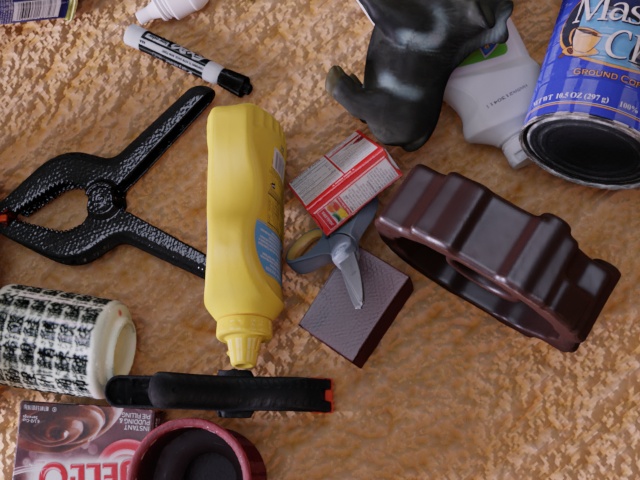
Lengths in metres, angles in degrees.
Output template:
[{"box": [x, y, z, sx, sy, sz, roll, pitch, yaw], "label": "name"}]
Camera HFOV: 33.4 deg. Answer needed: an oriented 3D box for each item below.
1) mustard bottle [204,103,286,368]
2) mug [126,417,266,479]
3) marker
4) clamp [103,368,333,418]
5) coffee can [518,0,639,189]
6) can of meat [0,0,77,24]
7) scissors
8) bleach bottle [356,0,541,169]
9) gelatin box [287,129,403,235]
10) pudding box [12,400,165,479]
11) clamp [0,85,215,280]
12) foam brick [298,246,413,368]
[{"box": [-0.056, 0.001, 0.802, 0.058, 0.096, 0.191, -5, 69, 9], "label": "mustard bottle"}, {"box": [-0.081, 0.190, 0.792, 0.093, 0.081, 0.117, -34, 75, 2], "label": "mug"}, {"box": [-0.110, -0.150, 0.894, 0.121, 0.020, 0.020, 26, 85, 14], "label": "marker"}, {"box": [-0.074, 0.114, 0.796, 0.120, 0.171, 0.039, -2, 80, 55], "label": "clamp"}, {"box": [0.212, -0.122, 0.773, 0.103, 0.103, 0.140, 16, 71, 13], "label": "coffee can"}, {"box": [-0.259, -0.232, 0.900, 0.083, 0.058, 0.102, -12, 76, -24], "label": "can of meat"}, {"box": [0.005, 0.018, 0.771, 0.096, 0.201, 0.016, -36, 108, 24], "label": "scissors"}, {"box": [0.094, -0.165, 0.839, 0.102, 0.068, 0.251, -30, 78, 7], "label": "bleach bottle"}, {"box": [0.018, -0.046, 0.817, 0.073, 0.089, 0.030, -39, 108, 1], "label": "gelatin box"}, {"box": [-0.181, 0.174, 0.836, 0.113, 0.039, 0.090, 2, 80, 11], "label": "pudding box"}, {"box": [-0.170, -0.042, 0.876, 0.210, 0.036, 0.164, -3, 79, 10], "label": "clamp"}, {"box": [0.028, 0.050, 0.815, 0.053, 0.051, 0.078, 34, 87, 15], "label": "foam brick"}]
